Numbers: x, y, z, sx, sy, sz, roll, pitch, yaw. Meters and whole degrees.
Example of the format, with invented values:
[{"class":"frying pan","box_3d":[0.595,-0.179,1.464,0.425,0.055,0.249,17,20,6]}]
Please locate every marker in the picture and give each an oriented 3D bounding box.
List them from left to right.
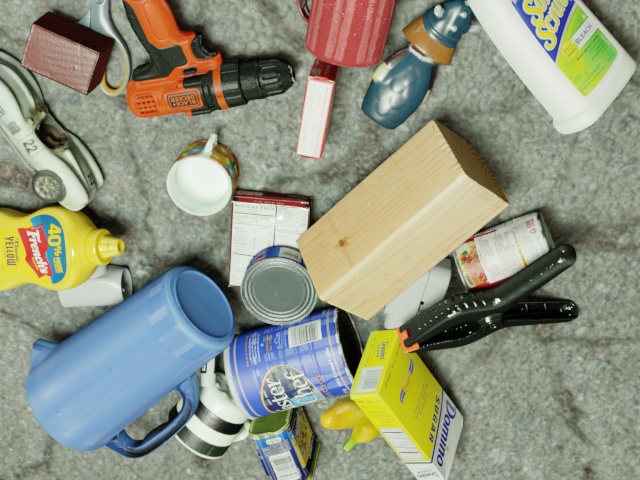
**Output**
[{"class":"marker","box_3d":[-0.129,0.111,1.257,0.020,0.020,0.121,4,87,5]}]

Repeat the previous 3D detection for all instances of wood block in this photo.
[{"class":"wood block","box_3d":[0.085,-0.019,1.141,0.206,0.091,0.090,-41,139,22]}]

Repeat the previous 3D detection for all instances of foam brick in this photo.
[{"class":"foam brick","box_3d":[-0.266,-0.196,1.120,0.078,0.053,0.051,24,117,-3]}]

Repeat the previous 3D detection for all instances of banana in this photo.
[{"class":"banana","box_3d":[0.045,0.212,1.250,0.037,0.197,0.069,39,80,22]}]

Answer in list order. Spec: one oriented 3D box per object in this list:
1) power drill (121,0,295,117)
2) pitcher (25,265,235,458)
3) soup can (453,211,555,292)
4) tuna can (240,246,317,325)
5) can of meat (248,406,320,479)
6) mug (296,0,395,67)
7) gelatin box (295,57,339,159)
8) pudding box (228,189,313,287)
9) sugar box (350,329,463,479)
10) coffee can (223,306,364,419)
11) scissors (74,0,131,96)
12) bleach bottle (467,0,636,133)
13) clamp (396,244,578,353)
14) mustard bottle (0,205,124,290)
[{"class":"power drill","box_3d":[-0.131,-0.217,1.095,0.184,0.057,0.187,-8,124,10]},{"class":"pitcher","box_3d":[-0.208,0.141,1.231,0.243,0.145,0.149,-35,142,27]},{"class":"soup can","box_3d":[0.204,0.015,1.173,0.102,0.068,0.068,-21,111,15]},{"class":"tuna can","box_3d":[-0.045,0.050,1.193,0.086,0.033,0.086,2,117,5]},{"class":"can of meat","box_3d":[-0.044,0.241,1.291,0.057,0.102,0.084,-16,110,13]},{"class":"mug","box_3d":[0.021,-0.230,1.076,0.117,0.093,0.081,29,125,27]},{"class":"gelatin box","box_3d":[-0.003,-0.139,1.122,0.030,0.073,0.089,10,116,2]},{"class":"pudding box","box_3d":[-0.058,0.002,1.214,0.090,0.039,0.113,6,114,3]},{"class":"sugar box","box_3d":[0.103,0.192,1.227,0.048,0.093,0.176,-11,132,37]},{"class":"coffee can","box_3d":[-0.028,0.141,1.240,0.140,0.102,0.103,-17,112,14]},{"class":"scissors","box_3d":[-0.251,-0.250,1.132,0.096,0.016,0.202,-3,114,9]},{"class":"bleach bottle","box_3d":[0.196,-0.227,1.049,0.250,0.068,0.102,44,73,-12]},{"class":"clamp","box_3d":[0.190,0.080,1.171,0.210,0.036,0.164,-23,149,10]},{"class":"mustard bottle","box_3d":[-0.308,0.009,1.212,0.192,0.058,0.096,-1,95,22]}]
